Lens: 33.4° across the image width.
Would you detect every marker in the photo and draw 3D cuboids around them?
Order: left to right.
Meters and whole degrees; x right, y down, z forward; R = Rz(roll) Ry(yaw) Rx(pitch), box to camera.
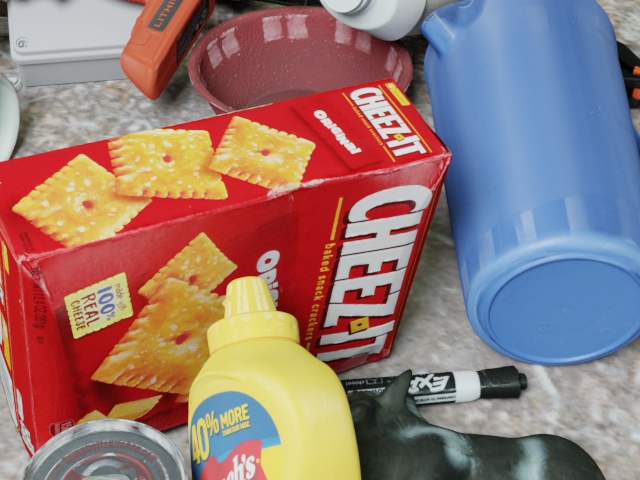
[{"bbox_3d":[0.055,0.083,0.591,0.121,0.020,0.020,-4,42,-7],"label":"marker"}]

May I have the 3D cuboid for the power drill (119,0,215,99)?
[{"bbox_3d":[-0.182,-0.176,0.759,0.187,0.057,0.184,28,70,3],"label":"power drill"}]

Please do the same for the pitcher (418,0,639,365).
[{"bbox_3d":[0.145,-0.041,0.667,0.149,0.145,0.243,-6,44,8],"label":"pitcher"}]

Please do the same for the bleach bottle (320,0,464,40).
[{"bbox_3d":[0.047,-0.194,0.783,0.102,0.068,0.250,39,24,6],"label":"bleach bottle"}]

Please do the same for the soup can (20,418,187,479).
[{"bbox_3d":[-0.089,0.136,0.462,0.068,0.102,0.068,1,41,-1],"label":"soup can"}]

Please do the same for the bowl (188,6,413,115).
[{"bbox_3d":[-0.015,-0.108,0.779,0.162,0.055,0.162,1,41,-1],"label":"bowl"}]

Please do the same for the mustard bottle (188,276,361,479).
[{"bbox_3d":[-0.020,0.107,0.451,0.058,0.096,0.191,5,64,-31],"label":"mustard bottle"}]

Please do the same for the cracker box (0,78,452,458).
[{"bbox_3d":[-0.053,0.019,0.539,0.213,0.164,0.072,-14,51,-24],"label":"cracker box"}]
